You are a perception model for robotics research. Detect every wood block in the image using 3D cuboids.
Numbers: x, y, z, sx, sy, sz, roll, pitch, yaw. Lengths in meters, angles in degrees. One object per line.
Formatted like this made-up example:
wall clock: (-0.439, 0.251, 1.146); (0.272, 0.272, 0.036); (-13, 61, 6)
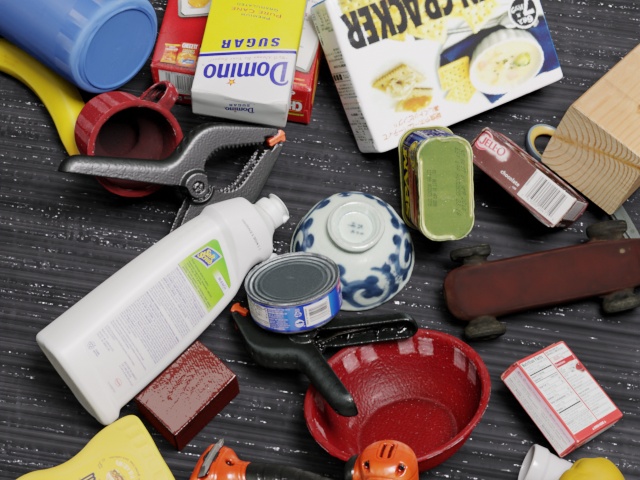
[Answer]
wood block: (0.324, -0.133, 1.054); (0.091, 0.090, 0.205); (42, 60, 16)

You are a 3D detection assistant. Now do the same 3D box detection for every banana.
banana: (-0.292, -0.155, 1.097); (0.198, 0.037, 0.069); (36, 87, 16)

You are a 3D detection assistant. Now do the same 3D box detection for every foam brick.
foam brick: (-0.117, 0.137, 0.946); (0.051, 0.053, 0.078); (41, 69, 16)

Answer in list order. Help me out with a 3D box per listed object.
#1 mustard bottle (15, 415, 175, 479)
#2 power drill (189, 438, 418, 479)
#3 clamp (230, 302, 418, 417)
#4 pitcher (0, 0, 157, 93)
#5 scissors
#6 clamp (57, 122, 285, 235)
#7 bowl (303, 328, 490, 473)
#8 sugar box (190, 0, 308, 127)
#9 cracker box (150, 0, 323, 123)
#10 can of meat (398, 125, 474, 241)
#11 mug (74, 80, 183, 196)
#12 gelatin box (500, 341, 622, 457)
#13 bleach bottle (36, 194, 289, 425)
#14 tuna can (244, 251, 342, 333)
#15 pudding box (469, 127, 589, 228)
mustard bottle: (-0.216, 0.233, 0.893); (0.191, 0.058, 0.096); (-29, 73, -14)
power drill: (-0.007, 0.237, 0.863); (0.188, 0.184, 0.057); (2, 24, 14)
clamp: (-0.011, 0.097, 0.945); (0.172, 0.039, 0.120); (7, 36, 25)
pitcher: (-0.274, -0.253, 1.078); (0.243, 0.145, 0.149); (37, 74, 23)
scissors: (0.266, -0.050, 1.070); (0.096, 0.016, 0.202); (-6, 64, -3)
clamp: (-0.128, -0.056, 0.999); (0.209, 0.036, 0.164); (-40, 111, -15)
bowl: (0.070, 0.150, 0.923); (0.162, 0.055, 0.162); (-11, 36, 8)
sugar box: (-0.065, -0.200, 1.036); (0.093, 0.048, 0.176); (8, 63, 0)
cracker box: (-0.073, -0.237, 1.122); (0.164, 0.072, 0.213); (9, 63, 2)
can of meat: (0.110, -0.054, 1.005); (0.057, 0.084, 0.102); (-5, 101, -5)
mug: (-0.181, -0.107, 1.028); (0.117, 0.093, 0.082); (-54, 33, -1)
gelatin box: (0.214, 0.139, 0.951); (0.073, 0.030, 0.089); (-17, 61, -42)
bleach bottle: (-0.127, 0.048, 0.965); (0.250, 0.102, 0.068); (-39, 32, -20)
tuna can: (-0.023, 0.047, 0.956); (0.086, 0.034, 0.086); (-7, 30, 4)
pudding box: (0.200, -0.060, 1.030); (0.113, 0.090, 0.039); (44, 106, 16)
